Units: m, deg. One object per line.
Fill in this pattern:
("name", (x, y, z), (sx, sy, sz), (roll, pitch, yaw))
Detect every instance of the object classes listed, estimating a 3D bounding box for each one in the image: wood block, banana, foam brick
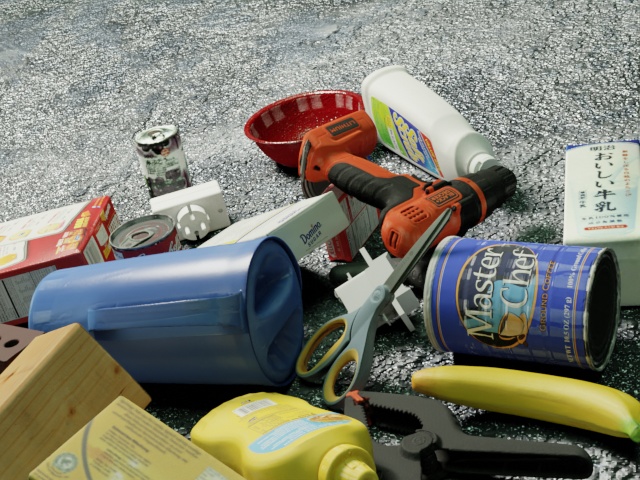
("wood block", (-0.240, 0.170, 0.818), (0.091, 0.090, 0.205), (-19, 26, 51))
("banana", (0.168, 0.121, 0.828), (0.198, 0.037, 0.069), (6, -7, 38))
("foam brick", (-0.280, 0.108, 0.936), (0.078, 0.051, 0.052), (6, 29, 29))

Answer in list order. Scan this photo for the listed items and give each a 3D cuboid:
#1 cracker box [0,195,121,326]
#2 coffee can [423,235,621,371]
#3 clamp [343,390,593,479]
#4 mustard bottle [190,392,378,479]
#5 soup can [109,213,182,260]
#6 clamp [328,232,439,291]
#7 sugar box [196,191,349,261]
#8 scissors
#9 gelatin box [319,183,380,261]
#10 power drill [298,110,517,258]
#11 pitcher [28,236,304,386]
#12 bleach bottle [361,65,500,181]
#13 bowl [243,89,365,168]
("cracker box", (-0.334, 0.034, 1.172), (0.214, 0.072, 0.164), (-15, 23, 7))
("coffee can", (0.171, 0.052, 0.904), (0.140, 0.103, 0.102), (4, 33, 30))
("clamp", (0.089, 0.162, 0.807), (0.164, 0.036, 0.210), (-23, 27, -15))
("mustard bottle", (-0.016, 0.158, 0.789), (0.096, 0.058, 0.192), (-14, 9, -29))
("soup can", (-0.168, 0.033, 1.085), (0.068, 0.102, 0.068), (-10, 28, 5))
("clamp", (0.106, 0.018, 1.063), (0.172, 0.039, 0.120), (7, 38, 23))
("sugar box", (-0.057, 0.002, 1.093), (0.093, 0.048, 0.177), (-34, 13, -32))
("scissors", (0.052, 0.067, 0.908), (0.202, 0.016, 0.096), (-43, 39, 24))
("gelatin box", (0.030, -0.031, 1.147), (0.030, 0.073, 0.089), (4, 33, 28))
("power drill", (0.085, -0.066, 1.088), (0.188, 0.057, 0.184), (33, 41, 32))
("pitcher", (-0.146, 0.071, 0.976), (0.243, 0.149, 0.145), (-6, 41, 21))
("bleach bottle", (0.133, -0.126, 1.243), (0.068, 0.102, 0.251), (-24, 29, -13))
("bowl", (-0.015, -0.138, 1.380), (0.162, 0.055, 0.162), (-10, 28, 6))
